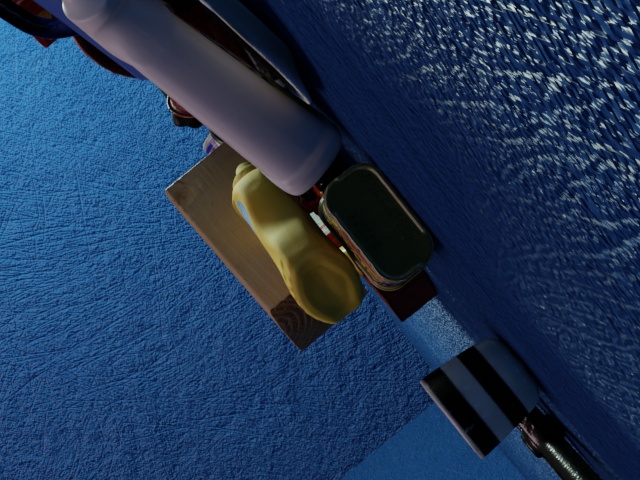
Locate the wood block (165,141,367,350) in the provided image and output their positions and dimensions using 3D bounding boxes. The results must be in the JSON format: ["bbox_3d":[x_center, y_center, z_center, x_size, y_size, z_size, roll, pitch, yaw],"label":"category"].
[{"bbox_3d":[-0.057,0.002,1.083,0.206,0.091,0.090,45,173,37],"label":"wood block"}]

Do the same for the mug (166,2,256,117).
[{"bbox_3d":[-0.104,-0.174,0.927,0.117,0.093,0.081,-72,-33,-42],"label":"mug"}]

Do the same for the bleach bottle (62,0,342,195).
[{"bbox_3d":[-0.099,-0.132,0.805,0.250,0.068,0.103,35,-174,-35],"label":"bleach bottle"}]

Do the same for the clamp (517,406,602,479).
[{"bbox_3d":[0.214,0.188,1.012,0.210,0.036,0.164,51,179,23],"label":"clamp"}]

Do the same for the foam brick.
[{"bbox_3d":[0.079,0.038,1.156,0.078,0.053,0.051,51,179,37],"label":"foam brick"}]

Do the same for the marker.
[{"bbox_3d":[-0.055,-0.161,0.876,0.020,0.020,0.121,50,179,29],"label":"marker"}]

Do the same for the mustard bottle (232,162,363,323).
[{"bbox_3d":[-0.033,-0.013,0.963,0.096,0.058,0.192,51,-178,-46],"label":"mustard bottle"}]

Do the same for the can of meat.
[{"bbox_3d":[0.045,-0.010,0.856,0.102,0.057,0.084,51,177,4],"label":"can of meat"}]
